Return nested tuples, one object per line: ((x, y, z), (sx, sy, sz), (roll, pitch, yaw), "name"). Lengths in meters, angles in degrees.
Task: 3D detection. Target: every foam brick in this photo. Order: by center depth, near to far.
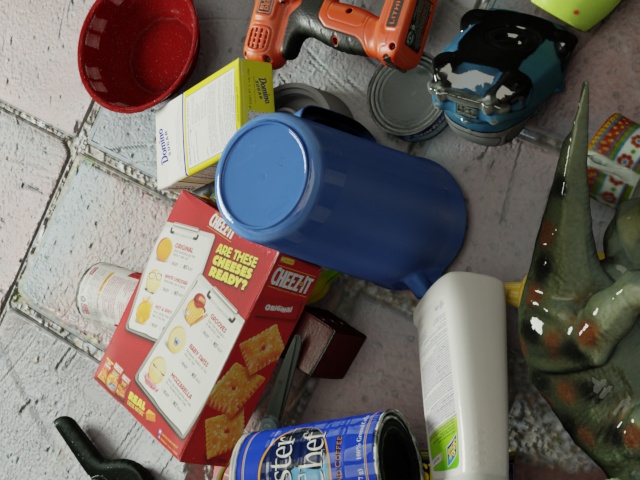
((-0.001, 0.098, 1.027), (0.053, 0.078, 0.051), (31, 95, 25), "foam brick")

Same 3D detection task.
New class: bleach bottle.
((0.121, 0.156, 0.896), (0.068, 0.103, 0.251), (9, 58, -11), "bleach bottle")

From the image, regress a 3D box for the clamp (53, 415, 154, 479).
((-0.233, 0.256, 1.140), (0.172, 0.039, 0.120), (4, 88, 21), "clamp")

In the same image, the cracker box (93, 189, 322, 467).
((-0.111, 0.082, 1.022), (0.164, 0.072, 0.214), (31, 97, 43), "cracker box")

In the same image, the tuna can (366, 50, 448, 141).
((0.090, -0.141, 1.044), (0.086, 0.033, 0.086), (-5, 79, 26), "tuna can")

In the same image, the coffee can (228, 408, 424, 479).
((0.006, 0.207, 0.924), (0.140, 0.102, 0.103), (-14, 76, 24), "coffee can")

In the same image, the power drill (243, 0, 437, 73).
((0.022, -0.247, 1.045), (0.188, 0.057, 0.184), (16, 93, 30), "power drill")

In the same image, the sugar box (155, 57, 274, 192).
((-0.110, -0.114, 1.095), (0.177, 0.048, 0.093), (-19, 71, 54), "sugar box")

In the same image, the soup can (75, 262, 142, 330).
((-0.201, 0.066, 1.138), (0.102, 0.068, 0.068), (14, 88, 28), "soup can")

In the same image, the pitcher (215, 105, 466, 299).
((0.016, -0.043, 0.949), (0.149, 0.242, 0.145), (21, 93, 35), "pitcher")

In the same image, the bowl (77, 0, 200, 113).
((-0.190, -0.213, 1.185), (0.162, 0.055, 0.162), (-5, 80, 26), "bowl")

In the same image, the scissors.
((-0.035, 0.192, 1.004), (0.096, 0.016, 0.202), (38, 113, 15), "scissors")
